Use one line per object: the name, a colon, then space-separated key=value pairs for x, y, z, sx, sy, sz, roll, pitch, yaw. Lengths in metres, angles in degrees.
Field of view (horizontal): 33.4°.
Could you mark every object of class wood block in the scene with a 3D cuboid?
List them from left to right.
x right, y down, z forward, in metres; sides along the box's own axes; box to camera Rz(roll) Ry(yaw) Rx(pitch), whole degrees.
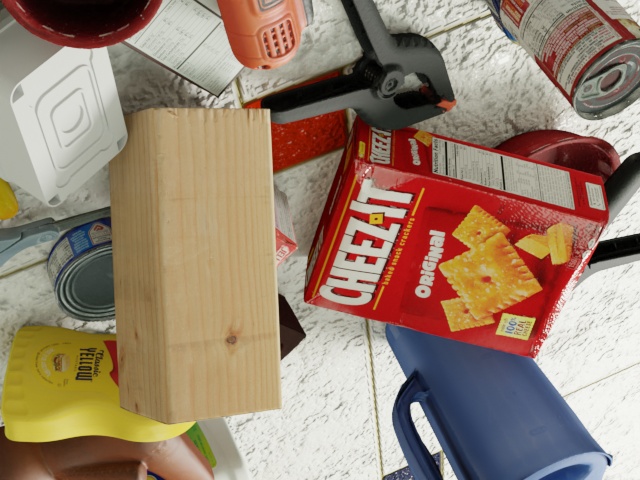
wood block: x=-0.089 y=0.015 z=0.744 sx=0.090 sy=0.090 sz=0.206 roll=-3 pitch=92 yaw=-31

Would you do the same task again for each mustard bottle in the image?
mustard bottle: x=-0.151 y=0.115 z=0.854 sx=0.191 sy=0.096 sz=0.058 roll=2 pitch=133 yaw=-5

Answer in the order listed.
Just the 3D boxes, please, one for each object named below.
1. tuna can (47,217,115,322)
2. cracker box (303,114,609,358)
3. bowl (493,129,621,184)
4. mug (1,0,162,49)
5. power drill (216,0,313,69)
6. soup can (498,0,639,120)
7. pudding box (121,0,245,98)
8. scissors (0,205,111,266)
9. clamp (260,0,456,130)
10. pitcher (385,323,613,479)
tuna can: x=-0.170 y=0.023 z=0.838 sx=0.086 sy=0.034 sz=0.086 roll=-17 pitch=140 yaw=-16
cracker box: x=0.109 y=0.002 z=0.893 sx=0.213 sy=0.072 sz=0.164 roll=14 pitch=129 yaw=-7
bowl: x=0.190 y=-0.047 z=0.973 sx=0.162 sy=0.055 sz=0.162 roll=-18 pitch=140 yaw=-16
mug: x=-0.125 y=-0.175 z=0.594 sx=0.117 sy=0.081 sz=0.093 roll=-40 pitch=125 yaw=22
power drill: x=0.005 y=-0.215 z=0.643 sx=0.187 sy=0.057 sz=0.184 roll=-30 pitch=137 yaw=-16
soup can: x=0.175 y=-0.141 z=0.730 sx=0.068 sy=0.102 sz=0.068 roll=-20 pitch=145 yaw=-15
pudding box: x=-0.082 y=-0.155 z=0.696 sx=0.090 sy=0.039 sz=0.113 roll=-45 pitch=138 yaw=17
scissors: x=-0.215 y=0.003 z=0.789 sx=0.201 sy=0.016 sz=0.096 roll=-13 pitch=159 yaw=-31
clamp: x=0.034 y=-0.119 z=0.806 sx=0.120 sy=0.039 sz=0.171 roll=-48 pitch=138 yaw=17
pitcher: x=0.149 y=0.154 z=1.016 sx=0.145 sy=0.243 sz=0.149 roll=-40 pitch=141 yaw=12
